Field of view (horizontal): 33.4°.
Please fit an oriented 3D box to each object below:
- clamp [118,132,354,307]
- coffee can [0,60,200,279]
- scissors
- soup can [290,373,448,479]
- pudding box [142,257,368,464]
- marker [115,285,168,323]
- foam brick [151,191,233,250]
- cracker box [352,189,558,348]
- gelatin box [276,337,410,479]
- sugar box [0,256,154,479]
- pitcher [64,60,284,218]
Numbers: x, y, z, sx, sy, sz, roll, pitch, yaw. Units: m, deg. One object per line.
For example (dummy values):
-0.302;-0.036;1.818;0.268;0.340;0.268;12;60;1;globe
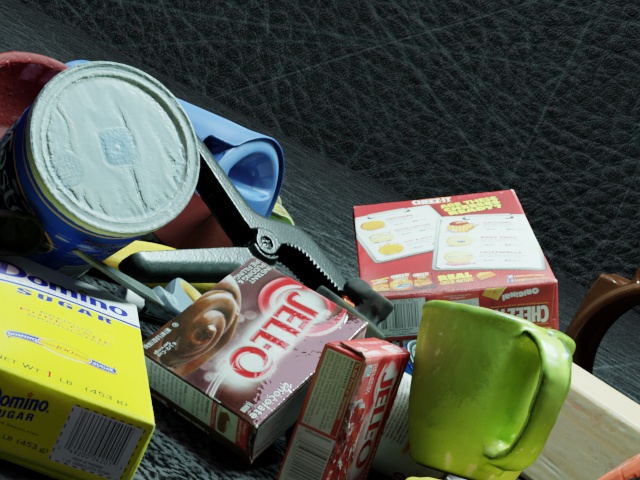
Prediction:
-0.055;0.001;0.837;0.209;0.036;0.164;28;44;-28;clamp
-0.150;-0.036;0.653;0.102;0.102;0.141;24;-26;-26;coffee can
-0.104;0.032;0.683;0.201;0.016;0.096;46;3;-44;scissors
0.038;0.113;0.694;0.102;0.068;0.068;28;9;-5;soup can
-0.040;0.067;0.632;0.090;0.039;0.113;28;46;24;pudding box
-0.093;0.057;0.776;0.120;0.020;0.020;22;10;-34;marker
-0.095;0.004;0.898;0.078;0.051;0.053;48;-6;-40;foam brick
0.117;0.028;0.982;0.164;0.072;0.213;-6;23;2;cracker box
0.016;0.101;0.615;0.030;0.089;0.073;22;5;24;gelatin box
-0.138;0.058;0.542;0.093;0.048;0.176;25;10;-18;sugar box
-0.164;-0.078;1.046;0.243;0.149;0.144;29;23;25;pitcher
